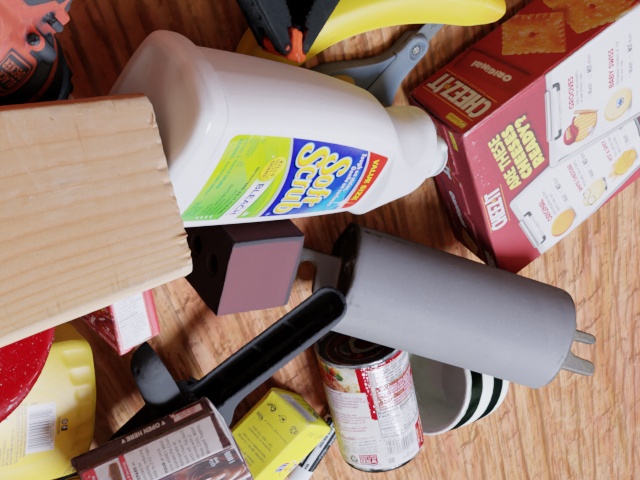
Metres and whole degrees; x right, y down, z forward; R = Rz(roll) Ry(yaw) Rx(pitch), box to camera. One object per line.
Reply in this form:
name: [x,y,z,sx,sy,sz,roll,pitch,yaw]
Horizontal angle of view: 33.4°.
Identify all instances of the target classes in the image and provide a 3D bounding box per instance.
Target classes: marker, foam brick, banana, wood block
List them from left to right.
wood block: [-0.150,-0.001,0.429,0.205,0.090,0.091,-22,99,-63]
foam brick: [-0.054,0.001,0.650,0.051,0.078,0.053,-7,125,-34]
marker: [0.011,0.147,0.864,0.020,0.020,0.121,20,108,-47]
banana: [0.025,-0.131,0.637,0.197,0.037,0.069,-24,142,-14]

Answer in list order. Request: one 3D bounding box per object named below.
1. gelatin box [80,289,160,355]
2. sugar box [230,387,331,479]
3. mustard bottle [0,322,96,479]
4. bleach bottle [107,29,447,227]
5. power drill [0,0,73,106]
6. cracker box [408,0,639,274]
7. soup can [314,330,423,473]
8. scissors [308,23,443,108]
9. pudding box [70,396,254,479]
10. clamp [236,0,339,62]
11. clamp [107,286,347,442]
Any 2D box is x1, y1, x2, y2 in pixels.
gelatin box: [-0.128,0.009,0.585,0.030,0.089,0.073,-30,136,-28]
sugar box: [-0.073,0.186,0.785,0.176,0.048,0.093,-48,164,-1]
mustard bottle: [-0.226,0.106,0.604,0.191,0.058,0.096,-8,119,-36]
bleach bottle: [-0.006,-0.057,0.609,0.250,0.068,0.103,-4,143,-48]
power drill: [-0.094,-0.129,0.469,0.187,0.057,0.184,-44,179,-2]
cracker box: [0.179,-0.097,0.772,0.213,0.072,0.164,-37,138,-10]
soup can: [0.038,0.116,0.807,0.068,0.069,0.102,-25,120,-23]
scissors: [0.042,-0.124,0.678,0.096,0.016,0.202,21,107,-47]
pudding box: [-0.093,0.142,0.653,0.090,0.039,0.113,-25,155,-7]
clamp: [-0.021,-0.181,0.550,0.120,0.039,0.171,3,105,-32]
clamp: [-0.091,0.109,0.686,0.164,0.036,0.210,-8,146,-50]
